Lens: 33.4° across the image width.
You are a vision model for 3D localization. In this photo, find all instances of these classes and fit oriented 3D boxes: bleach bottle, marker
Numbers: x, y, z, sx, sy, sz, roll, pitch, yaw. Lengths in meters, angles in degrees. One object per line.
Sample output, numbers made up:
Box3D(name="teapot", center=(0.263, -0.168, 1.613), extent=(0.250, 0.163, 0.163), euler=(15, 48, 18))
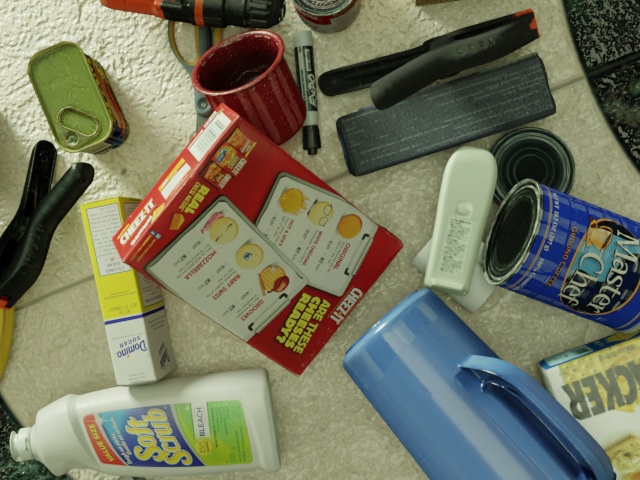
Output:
Box3D(name="bleach bottle", center=(-0.168, 0.188, 1.026), extent=(0.251, 0.068, 0.102), euler=(-8, 101, -1))
Box3D(name="marker", center=(-0.013, -0.145, 1.047), extent=(0.020, 0.020, 0.121), euler=(-5, 91, 4))

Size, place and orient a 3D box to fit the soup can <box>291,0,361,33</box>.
Box3D(name="soup can", center=(0.005, -0.236, 1.002), extent=(0.068, 0.102, 0.068), euler=(0, 91, 4))

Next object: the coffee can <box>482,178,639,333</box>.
Box3D(name="coffee can", center=(0.234, 0.015, 0.975), extent=(0.140, 0.103, 0.103), euler=(20, 92, -13))

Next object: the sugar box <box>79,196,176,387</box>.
Box3D(name="sugar box", center=(-0.183, 0.047, 1.026), extent=(0.048, 0.093, 0.176), euler=(-9, 90, 5))

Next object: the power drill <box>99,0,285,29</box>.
Box3D(name="power drill", center=(-0.112, -0.299, 1.022), extent=(0.184, 0.057, 0.187), euler=(9, 86, 5))

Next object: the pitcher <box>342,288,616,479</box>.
Box3D(name="pitcher", center=(0.138, 0.158, 0.942), extent=(0.149, 0.145, 0.243), euler=(-43, 82, 12))

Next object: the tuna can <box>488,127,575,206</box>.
Box3D(name="tuna can", center=(0.200, -0.066, 1.027), extent=(0.086, 0.033, 0.086), euler=(0, 91, 4))

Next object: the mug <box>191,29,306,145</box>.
Box3D(name="mug", center=(-0.061, -0.146, 1.013), extent=(0.093, 0.117, 0.081), euler=(-5, 136, 23))

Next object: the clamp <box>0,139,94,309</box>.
Box3D(name="clamp", center=(-0.270, -0.013, 1.018), extent=(0.039, 0.120, 0.171), euler=(21, 84, -32))

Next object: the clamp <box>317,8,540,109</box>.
Box3D(name="clamp", center=(0.111, -0.167, 0.984), extent=(0.210, 0.165, 0.036), euler=(-19, 108, -5))

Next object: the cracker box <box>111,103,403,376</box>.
Box3D(name="cracker box", center=(-0.056, 0.001, 0.985), extent=(0.213, 0.072, 0.164), euler=(36, 94, -28))

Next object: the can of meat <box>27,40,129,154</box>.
Box3D(name="can of meat", center=(-0.230, -0.133, 1.030), extent=(0.057, 0.084, 0.102), euler=(-23, 89, 3))

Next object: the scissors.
Box3D(name="scissors", center=(-0.097, -0.145, 1.055), extent=(0.096, 0.016, 0.202), euler=(-13, 90, 4))
